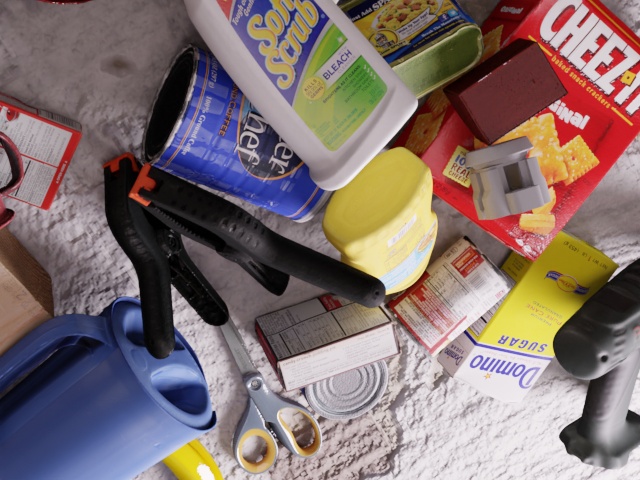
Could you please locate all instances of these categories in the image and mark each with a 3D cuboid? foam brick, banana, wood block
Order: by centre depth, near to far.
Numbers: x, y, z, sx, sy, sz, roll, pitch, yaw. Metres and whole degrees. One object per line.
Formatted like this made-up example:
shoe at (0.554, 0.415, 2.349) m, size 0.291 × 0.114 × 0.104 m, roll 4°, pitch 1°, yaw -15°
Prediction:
wood block at (-0.325, 0.077, 0.860) m, size 0.206 × 0.091 × 0.090 m, roll -36°, pitch 117°, yaw 1°
foam brick at (0.149, -0.120, 0.862) m, size 0.078 × 0.053 × 0.051 m, roll -33°, pitch 105°, yaw 3°
banana at (-0.141, 0.204, 1.004) m, size 0.070 × 0.037 × 0.197 m, roll -29°, pitch 119°, yaw 30°

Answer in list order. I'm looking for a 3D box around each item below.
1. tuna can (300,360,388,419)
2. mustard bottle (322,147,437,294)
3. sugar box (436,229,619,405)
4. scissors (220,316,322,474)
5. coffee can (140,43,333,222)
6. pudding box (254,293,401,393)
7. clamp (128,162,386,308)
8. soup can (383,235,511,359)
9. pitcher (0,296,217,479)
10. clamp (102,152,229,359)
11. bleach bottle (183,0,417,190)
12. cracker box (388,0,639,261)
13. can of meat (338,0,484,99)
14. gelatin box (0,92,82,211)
tuna can at (0.021, 0.128, 1.018) m, size 0.086 × 0.034 × 0.086 m, roll -6°, pitch 114°, yaw -14°
mustard bottle at (0.058, -0.001, 0.918) m, size 0.096 × 0.058 × 0.191 m, roll -46°, pitch 157°, yaw -9°
sugar box at (0.202, 0.071, 1.041) m, size 0.093 × 0.048 × 0.176 m, roll 26°, pitch 101°, yaw -28°
scissors at (-0.074, 0.149, 1.009) m, size 0.096 × 0.016 × 0.201 m, roll -39°, pitch 118°, yaw 2°
coffee can at (-0.060, -0.085, 0.863) m, size 0.140 × 0.103 × 0.103 m, roll 20°, pitch 105°, yaw -23°
pudding box at (0.005, 0.087, 0.964) m, size 0.113 × 0.090 × 0.039 m, roll -19°, pitch 116°, yaw -9°
clamp at (-0.056, 0.001, 0.858) m, size 0.209 × 0.165 × 0.036 m, roll 34°, pitch 73°, yaw -36°
soup can at (0.119, 0.053, 0.996) m, size 0.102 × 0.068 × 0.068 m, roll -42°, pitch 118°, yaw 3°
pitcher at (-0.222, 0.160, 0.893) m, size 0.243 × 0.145 × 0.149 m, roll -36°, pitch 91°, yaw 12°
clamp at (-0.130, 0.011, 0.892) m, size 0.039 × 0.120 × 0.171 m, roll -19°, pitch 84°, yaw 17°
bleach bottle at (-0.046, -0.157, 0.770) m, size 0.250 × 0.068 × 0.102 m, roll 45°, pitch 85°, yaw -17°
cracker box at (0.189, -0.110, 0.945) m, size 0.164 × 0.072 × 0.214 m, roll 33°, pitch 100°, yaw -25°
can of meat at (0.070, -0.165, 0.869) m, size 0.102 × 0.084 × 0.057 m, roll -30°, pitch 146°, yaw -3°
gelatin box at (-0.245, -0.074, 0.853) m, size 0.089 × 0.030 × 0.073 m, roll 21°, pitch 106°, yaw -21°
